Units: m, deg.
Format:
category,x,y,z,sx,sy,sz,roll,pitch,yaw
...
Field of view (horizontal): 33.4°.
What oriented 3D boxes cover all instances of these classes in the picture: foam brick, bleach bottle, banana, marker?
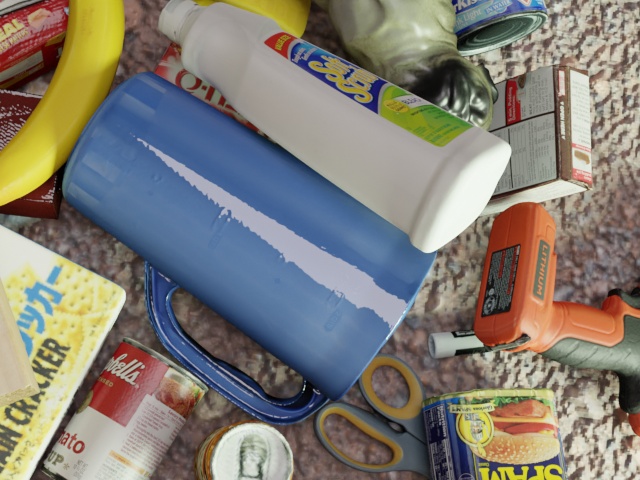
category,x,y,z,sx,sy,sz,roll,pitch,yaw
foam brick,-0.203,-0.059,0.744,0.051,0.053,0.078,10,77,-9
bleach bottle,-0.006,-0.090,0.695,0.251,0.068,0.102,32,29,17
banana,-0.171,-0.111,0.707,0.069,0.037,0.198,14,87,-20
marker,0.141,0.073,0.801,0.121,0.020,0.020,-5,80,-12

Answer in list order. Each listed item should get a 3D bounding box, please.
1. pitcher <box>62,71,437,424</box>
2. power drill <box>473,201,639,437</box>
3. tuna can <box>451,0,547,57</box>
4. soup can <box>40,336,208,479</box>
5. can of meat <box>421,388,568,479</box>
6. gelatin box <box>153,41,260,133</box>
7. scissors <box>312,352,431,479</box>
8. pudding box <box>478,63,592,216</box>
category,x,y,z,sx,sy,sz,roll,pitch,yaw
pitcher,-0.055,0.001,0.729,0.243,0.145,0.149,33,50,1
power drill,0.210,0.039,0.784,0.187,0.057,0.184,22,67,-20
tuna can,0.129,-0.171,0.815,0.086,0.086,0.034,-15,83,-14
soup can,-0.130,0.125,0.713,0.068,0.068,0.102,33,75,-3
can of meat,0.124,0.151,0.751,0.102,0.058,0.084,3,69,-25
gelatin box,-0.077,-0.115,0.792,0.089,0.030,0.073,28,75,-4
scissors,0.092,0.150,0.778,0.201,0.016,0.096,23,71,-11
pudding box,0.144,-0.072,0.784,0.039,0.114,0.090,8,76,-34
